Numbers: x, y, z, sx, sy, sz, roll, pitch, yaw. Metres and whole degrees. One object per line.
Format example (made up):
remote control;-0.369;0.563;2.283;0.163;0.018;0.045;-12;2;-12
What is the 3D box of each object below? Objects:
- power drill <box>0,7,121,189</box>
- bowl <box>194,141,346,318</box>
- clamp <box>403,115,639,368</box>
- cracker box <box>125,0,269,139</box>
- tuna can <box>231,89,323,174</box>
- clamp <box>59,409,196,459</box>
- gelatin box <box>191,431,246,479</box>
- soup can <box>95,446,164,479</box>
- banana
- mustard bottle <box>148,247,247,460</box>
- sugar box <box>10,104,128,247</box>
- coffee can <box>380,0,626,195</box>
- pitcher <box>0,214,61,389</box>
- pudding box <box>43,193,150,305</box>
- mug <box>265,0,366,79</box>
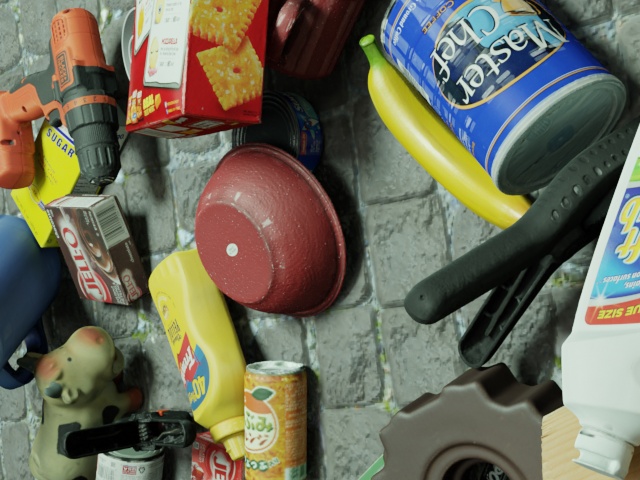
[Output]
power drill;-0.274;-0.118;1.086;0.188;0.057;0.184;-24;70;38
bowl;-0.056;0.001;0.906;0.162;0.055;0.162;22;124;35
clamp;0.148;0.001;0.694;0.210;0.164;0.036;-42;65;-4
cracker box;-0.096;-0.193;0.851;0.164;0.072;0.214;-179;94;-65
tuna can;-0.038;-0.087;0.927;0.086;0.033;0.086;4;96;45
clamp;-0.174;0.180;1.001;0.171;0.120;0.039;120;150;-81
gelatin box;-0.090;0.232;1.005;0.073;0.030;0.089;12;102;44
soup can;-0.196;0.256;1.087;0.069;0.068;0.102;17;105;43
banana;0.090;-0.066;0.783;0.037;0.069;0.198;-42;68;2
mustard bottle;-0.102;0.109;0.984;0.096;0.058;0.192;-49;58;56
sugar box;-0.273;-0.086;1.154;0.093;0.048;0.176;52;127;30
coffee can;0.120;-0.115;0.719;0.140;0.102;0.103;55;128;27
pitcher;-0.351;0.076;1.107;0.243;0.149;0.145;-99;32;-72
pudding box;-0.229;0.009;1.099;0.090;0.039;0.113;3;116;44
mug;-0.015;-0.178;0.848;0.093;0.117;0.082;26;123;0
